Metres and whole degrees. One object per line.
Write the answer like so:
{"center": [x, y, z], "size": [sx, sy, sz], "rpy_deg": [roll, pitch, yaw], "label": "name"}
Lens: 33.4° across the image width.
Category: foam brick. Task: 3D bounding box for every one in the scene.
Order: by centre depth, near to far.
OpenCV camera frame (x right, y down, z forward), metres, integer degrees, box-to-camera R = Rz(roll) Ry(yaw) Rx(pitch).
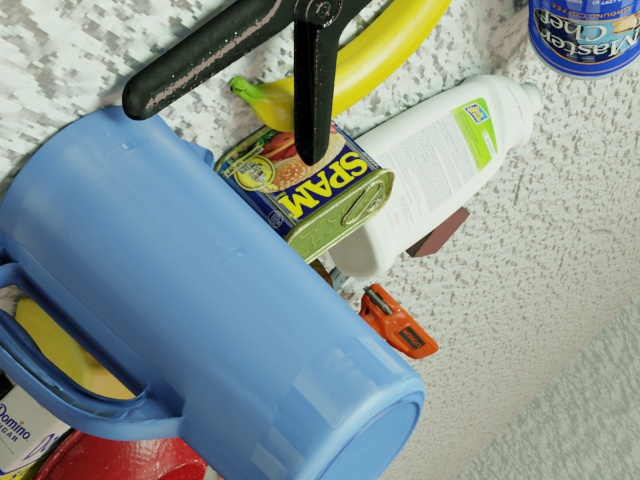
{"center": [0.082, -0.029, 0.955], "size": [0.053, 0.078, 0.051], "rpy_deg": [-53, 159, 23], "label": "foam brick"}

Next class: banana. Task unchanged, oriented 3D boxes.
{"center": [0.026, -0.126, 0.726], "size": [0.197, 0.037, 0.070], "rpy_deg": [-36, 158, -20], "label": "banana"}

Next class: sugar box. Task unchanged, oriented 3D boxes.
{"center": [-0.228, 0.156, 0.747], "size": [0.176, 0.048, 0.093], "rpy_deg": [-40, 172, 11], "label": "sugar box"}

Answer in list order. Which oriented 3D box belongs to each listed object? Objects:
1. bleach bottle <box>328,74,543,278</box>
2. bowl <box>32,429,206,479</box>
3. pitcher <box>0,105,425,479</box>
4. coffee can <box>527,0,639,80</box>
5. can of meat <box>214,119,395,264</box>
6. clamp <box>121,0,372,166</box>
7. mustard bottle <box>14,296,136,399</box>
{"center": [0.104, -0.068, 0.895], "size": [0.250, 0.102, 0.068], "rpy_deg": [-31, -166, -33], "label": "bleach bottle"}
{"center": [-0.136, 0.176, 0.787], "size": [0.162, 0.055, 0.162], "rpy_deg": [-36, 155, -21], "label": "bowl"}
{"center": [-0.069, 0.048, 0.590], "size": [0.149, 0.243, 0.144], "rpy_deg": [-52, 155, 6], "label": "pitcher"}
{"center": [0.213, -0.202, 0.834], "size": [0.103, 0.103, 0.140], "rpy_deg": [-42, 159, -4], "label": "coffee can"}
{"center": [-0.013, -0.039, 0.752], "size": [0.102, 0.084, 0.057], "rpy_deg": [-35, 157, -21], "label": "can of meat"}
{"center": [-0.005, -0.136, 0.629], "size": [0.210, 0.036, 0.164], "rpy_deg": [-54, 145, 12], "label": "clamp"}
{"center": [-0.104, 0.066, 0.727], "size": [0.191, 0.096, 0.058], "rpy_deg": [-4, 118, -45], "label": "mustard bottle"}
